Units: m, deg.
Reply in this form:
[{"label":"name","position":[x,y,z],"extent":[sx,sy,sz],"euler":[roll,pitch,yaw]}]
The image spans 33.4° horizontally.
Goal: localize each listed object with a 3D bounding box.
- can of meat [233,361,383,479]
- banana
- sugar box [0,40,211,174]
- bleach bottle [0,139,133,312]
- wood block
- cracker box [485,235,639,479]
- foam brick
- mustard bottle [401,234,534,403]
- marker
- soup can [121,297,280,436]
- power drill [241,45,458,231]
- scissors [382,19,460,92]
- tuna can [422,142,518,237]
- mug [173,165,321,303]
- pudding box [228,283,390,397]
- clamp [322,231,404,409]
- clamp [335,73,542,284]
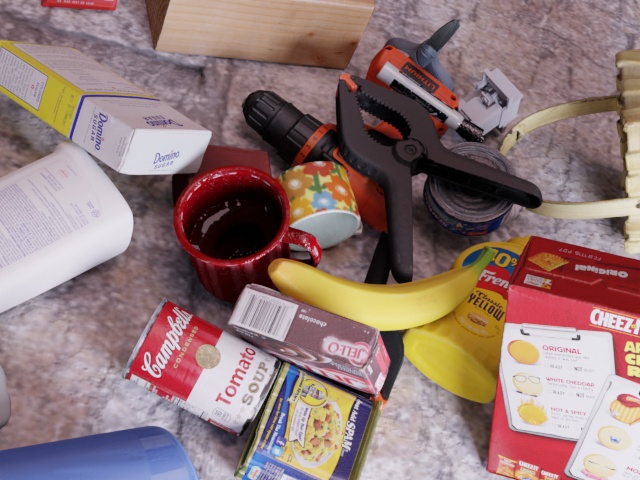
[{"label":"can of meat","position":[-0.009,0.152,0.811],"extent":[0.084,0.058,0.102],"euler":[25,48,-2]},{"label":"banana","position":[0.048,0.041,0.864],"extent":[0.197,0.070,0.037],"euler":[-4,15,-23]},{"label":"sugar box","position":[-0.185,-0.110,0.889],"extent":[0.176,0.048,0.093],"euler":[36,23,28]},{"label":"bleach bottle","position":[-0.269,0.013,0.799],"extent":[0.250,0.068,0.103],"euler":[-29,66,-34]},{"label":"wood block","position":[-0.063,-0.242,1.069],"extent":[0.205,0.090,0.091],"euler":[2,53,-23]},{"label":"cracker box","position":[0.220,0.110,0.810],"extent":[0.164,0.214,0.072],"euler":[14,43,18]},{"label":"foam brick","position":[-0.086,-0.047,0.932],"extent":[0.078,0.053,0.051],"euler":[5,53,-22]},{"label":"mustard bottle","position":[0.154,0.054,0.957],"extent":[0.096,0.058,0.191],"euler":[31,47,13]},{"label":"marker","position":[0.108,-0.131,1.031],"extent":[0.121,0.020,0.020],"euler":[35,48,-2]},{"label":"soup can","position":[-0.090,0.097,0.810],"extent":[0.102,0.069,0.068],"euler":[28,48,-3]},{"label":"power drill","position":[0.037,-0.114,1.038],"extent":[0.184,0.057,0.187],"euler":[40,52,4]},{"label":"scissors","position":[0.119,-0.176,1.058],"extent":[0.096,0.202,0.016],"euler":[41,81,-19]},{"label":"tuna can","position":[0.140,-0.048,0.994],"extent":[0.086,0.034,0.086],"euler":[1,67,-2]},{"label":"mug","position":[-0.056,0.001,0.869],"extent":[0.117,0.081,0.093],"euler":[9,61,9]},{"label":"pudding box","position":[-0.006,0.079,0.823],"extent":[0.114,0.090,0.039],"euler":[20,73,17]},{"label":"clamp","position":[0.014,0.067,0.900],"extent":[0.120,0.039,0.171],"euler":[-3,56,-6]},{"label":"clamp","position":[0.073,-0.064,0.954],"extent":[0.164,0.036,0.210],"euler":[-37,72,-25]}]
